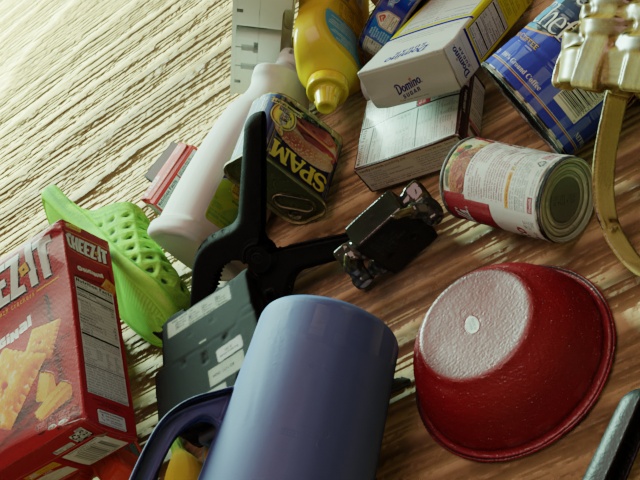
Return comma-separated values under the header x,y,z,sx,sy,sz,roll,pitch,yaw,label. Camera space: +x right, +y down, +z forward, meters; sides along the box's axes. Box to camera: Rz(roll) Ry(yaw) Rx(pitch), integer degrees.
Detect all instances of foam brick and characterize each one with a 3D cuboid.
x,y,z,sx,sy,sz,roll,pitch,yaw,label
-0.141,-0.063,1.135,0.051,0.053,0.078,-52,37,-6,foam brick

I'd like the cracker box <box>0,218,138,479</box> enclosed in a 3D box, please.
x,y,z,sx,sy,sz,roll,pitch,yaw,label
-0.258,0.111,0.954,0.164,0.072,0.214,-31,53,20,cracker box

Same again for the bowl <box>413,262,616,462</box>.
x,y,z,sx,sy,sz,roll,pitch,yaw,label
0.123,0.073,0.760,0.162,0.055,0.162,-26,42,26,bowl

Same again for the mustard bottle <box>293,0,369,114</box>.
x,y,z,sx,sy,sz,roll,pitch,yaw,label
0.011,-0.200,1.074,0.058,0.096,0.191,-18,46,25,mustard bottle

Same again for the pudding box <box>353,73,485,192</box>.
x,y,z,sx,sy,sz,roll,pitch,yaw,label
0.089,-0.100,0.960,0.114,0.039,0.090,-18,46,35,pudding box

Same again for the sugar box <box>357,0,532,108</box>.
x,y,z,sx,sy,sz,roll,pitch,yaw,label
0.115,-0.183,0.956,0.094,0.048,0.176,-9,32,41,sugar box

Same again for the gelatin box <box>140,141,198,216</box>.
x,y,z,sx,sy,sz,roll,pitch,yaw,label
-0.128,-0.044,1.075,0.030,0.089,0.073,16,69,50,gelatin box

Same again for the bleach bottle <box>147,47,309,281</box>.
x,y,z,sx,sy,sz,roll,pitch,yaw,label
-0.075,-0.089,1.053,0.068,0.102,0.250,-2,57,43,bleach bottle

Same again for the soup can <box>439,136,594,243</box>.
x,y,z,sx,sy,sz,roll,pitch,yaw,label
0.151,-0.040,0.822,0.102,0.068,0.068,19,71,49,soup can

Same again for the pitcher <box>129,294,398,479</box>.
x,y,z,sx,sy,sz,roll,pitch,yaw,label
-0.032,0.161,0.749,0.145,0.149,0.242,-8,52,37,pitcher

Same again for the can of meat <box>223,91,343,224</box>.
x,y,z,sx,sy,sz,roll,pitch,yaw,label
-0.032,-0.078,1.004,0.058,0.102,0.084,-23,40,45,can of meat

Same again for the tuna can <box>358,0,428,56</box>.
x,y,z,sx,sy,sz,roll,pitch,yaw,label
0.073,-0.217,1.041,0.086,0.034,0.086,-55,-5,-8,tuna can

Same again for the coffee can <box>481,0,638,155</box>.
x,y,z,sx,sy,sz,roll,pitch,yaw,label
0.212,-0.145,0.828,0.140,0.102,0.103,-41,38,9,coffee can

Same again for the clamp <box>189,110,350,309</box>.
x,y,z,sx,sy,sz,roll,pitch,yaw,label
-0.056,0.001,0.946,0.210,0.164,0.036,-43,0,18,clamp
